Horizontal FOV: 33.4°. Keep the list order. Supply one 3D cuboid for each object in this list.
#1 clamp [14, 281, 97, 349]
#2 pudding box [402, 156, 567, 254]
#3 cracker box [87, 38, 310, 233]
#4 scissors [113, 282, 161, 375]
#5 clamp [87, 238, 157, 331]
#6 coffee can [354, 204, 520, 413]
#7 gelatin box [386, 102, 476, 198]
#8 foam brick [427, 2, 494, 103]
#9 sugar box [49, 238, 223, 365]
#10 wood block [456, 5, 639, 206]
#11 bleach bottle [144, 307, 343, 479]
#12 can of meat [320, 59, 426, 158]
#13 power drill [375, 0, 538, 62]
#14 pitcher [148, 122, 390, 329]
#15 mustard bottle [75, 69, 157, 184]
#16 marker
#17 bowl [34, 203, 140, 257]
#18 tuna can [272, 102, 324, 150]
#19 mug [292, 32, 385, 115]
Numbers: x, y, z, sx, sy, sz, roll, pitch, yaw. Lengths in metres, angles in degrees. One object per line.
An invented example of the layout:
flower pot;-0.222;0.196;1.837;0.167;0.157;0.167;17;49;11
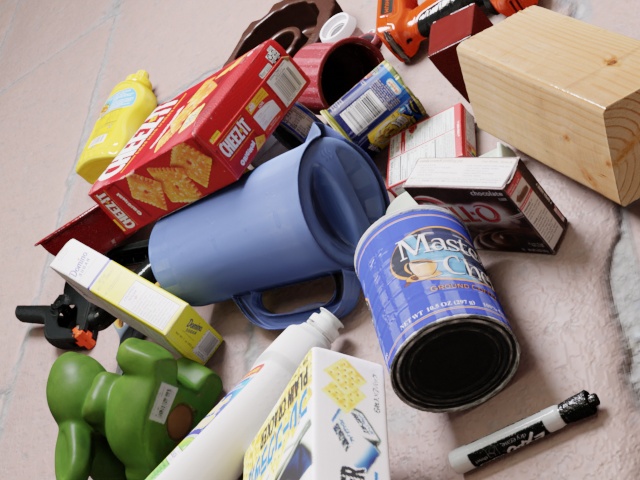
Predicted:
clamp;-0.324;0.091;1.326;0.120;0.039;0.172;-44;34;7
pudding box;0.138;-0.030;0.901;0.114;0.090;0.039;2;56;47
cracker box;-0.131;-0.108;1.118;0.214;0.072;0.164;-19;30;47
scissors;-0.204;0.115;1.191;0.096;0.016;0.202;-32;37;20
clamp;-0.179;0.010;1.243;0.210;0.036;0.164;-33;26;7
coffee can;0.090;0.053;0.859;0.103;0.102;0.140;-36;36;16
gelatin box;0.108;-0.084;1.041;0.089;0.030;0.073;-25;42;30
foam brick;0.149;-0.184;1.052;0.053;0.078;0.051;-20;44;34
sugar box;-0.192;0.064;1.110;0.176;0.093;0.048;29;74;31
wood block;0.212;-0.120;0.889;0.090;0.090;0.206;-29;32;-12
bleach bottle;-0.071;0.164;0.952;0.250;0.068;0.103;-49;2;-12
can of meat;0.056;-0.129;1.083;0.084;0.102;0.057;-40;77;7
power drill;0.152;-0.287;1.169;0.188;0.057;0.184;-23;41;31
pitcher;-0.057;0.001;1.063;0.243;0.145;0.149;-19;31;40
mustard bottle;-0.281;-0.171;1.521;0.096;0.058;0.191;-18;44;37
marker;0.149;0.140;0.783;0.121;0.020;0.020;-30;38;23
bowl;-0.273;-0.017;1.332;0.162;0.055;0.162;-32;8;5
tuna can;-0.023;-0.119;1.167;0.033;0.086;0.086;-50;34;-7
mug;0.023;-0.187;1.185;0.117;0.093;0.082;-53;30;-13
